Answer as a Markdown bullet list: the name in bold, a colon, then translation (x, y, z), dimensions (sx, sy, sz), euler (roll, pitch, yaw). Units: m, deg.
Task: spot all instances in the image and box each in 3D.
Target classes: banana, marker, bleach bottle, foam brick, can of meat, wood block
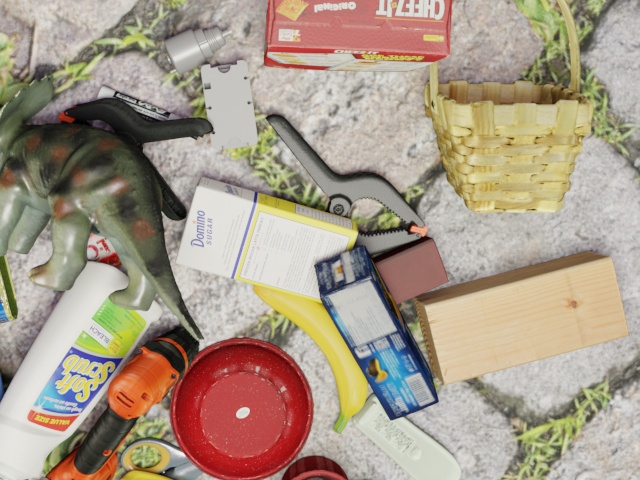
- **banana**: translation (0.001, 0.116, 1.181), dimensions (0.069, 0.037, 0.198), euler (-31, 94, -13)
- **marker**: translation (-0.183, -0.138, 1.161), dimensions (0.121, 0.020, 0.020), euler (21, 93, -5)
- **bleach bottle**: translation (-0.264, 0.149, 1.094), dimensions (0.102, 0.068, 0.250), euler (49, 59, -42)
- **foam brick**: translation (0.095, 0.034, 1.176), dimensions (0.078, 0.053, 0.051), euler (-24, 96, 0)
- **can of meat**: translation (-0.378, 0.048, 1.146), dimensions (0.084, 0.057, 0.102), euler (-13, 95, -4)
- **wood block**: translation (0.217, 0.083, 1.169), dimensions (0.206, 0.090, 0.091), euler (-14, 95, -2)

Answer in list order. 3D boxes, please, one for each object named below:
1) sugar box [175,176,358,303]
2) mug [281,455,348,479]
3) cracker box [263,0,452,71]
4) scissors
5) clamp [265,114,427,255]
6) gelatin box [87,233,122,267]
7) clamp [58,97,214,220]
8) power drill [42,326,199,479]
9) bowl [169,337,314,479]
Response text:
- **sugar box**: translation (-0.057, 0.001, 1.136), dimensions (0.176, 0.048, 0.093), euler (17, 109, -4)
- **mug**: translation (0.007, 0.285, 1.177), dimensions (0.117, 0.081, 0.093), euler (-11, 95, -3)
- **cracker box**: translation (0.028, -0.207, 1.035), dimensions (0.164, 0.214, 0.072), euler (2, 94, -4)
- **scissors**: translation (-0.136, 0.233, 1.197), dimensions (0.202, 0.016, 0.096), euler (-35, 96, 0)
- **clamp**: translation (0.016, -0.046, 1.171), dimensions (0.210, 0.036, 0.164), euler (8, 99, -3)
- **gelatin box**: translation (-0.236, -0.005, 1.163), dimensions (0.089, 0.030, 0.073), euler (-22, 96, -1)
- **clamp**: translation (-0.194, -0.109, 1.134), dimensions (0.171, 0.039, 0.120), euler (32, 111, 3)
- **power drill**: translation (-0.206, 0.182, 1.125), dimensions (0.057, 0.184, 0.188), euler (36, 108, 4)
- **bowl**: translation (-0.085, 0.188, 1.167), dimensions (0.162, 0.055, 0.162), euler (0, 87, -5)
